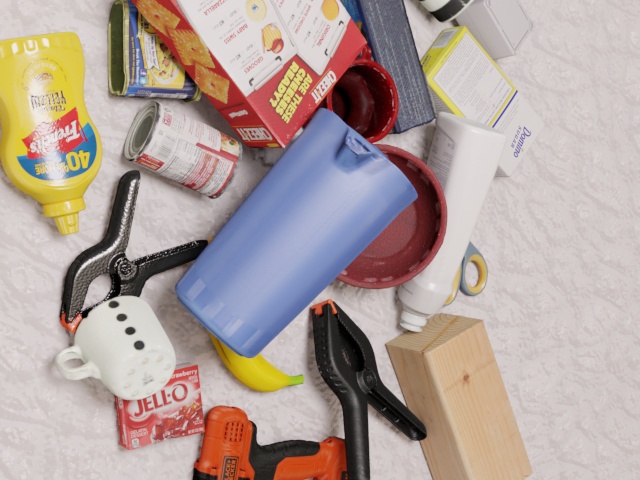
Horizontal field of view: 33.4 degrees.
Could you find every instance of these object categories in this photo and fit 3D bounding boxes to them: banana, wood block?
[{"bbox_3d":[-0.090,0.094,1.153,0.069,0.037,0.198,-42,113,-38],"label":"banana"},{"bbox_3d":[0.167,0.201,1.277,0.090,0.090,0.206,-26,105,-27],"label":"wood block"}]

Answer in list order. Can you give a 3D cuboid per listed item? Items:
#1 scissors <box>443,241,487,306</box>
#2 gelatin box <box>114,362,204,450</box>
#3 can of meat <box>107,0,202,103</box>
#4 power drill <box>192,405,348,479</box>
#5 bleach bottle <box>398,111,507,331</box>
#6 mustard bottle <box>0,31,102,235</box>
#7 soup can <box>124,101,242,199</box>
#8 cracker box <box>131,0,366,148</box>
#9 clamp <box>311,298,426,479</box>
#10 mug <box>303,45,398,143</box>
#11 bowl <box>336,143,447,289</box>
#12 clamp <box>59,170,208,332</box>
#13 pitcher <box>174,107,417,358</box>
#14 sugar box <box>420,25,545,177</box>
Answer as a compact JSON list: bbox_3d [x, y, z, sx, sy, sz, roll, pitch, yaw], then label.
[{"bbox_3d":[0.180,-0.015,1.311,0.096,0.016,0.202,13,91,-35],"label":"scissors"},{"bbox_3d":[-0.168,0.171,1.110,0.089,0.030,0.073,-8,96,-31],"label":"gelatin box"},{"bbox_3d":[-0.168,-0.193,1.084,0.083,0.058,0.102,-1,93,-29],"label":"can of meat"},{"bbox_3d":[-0.053,0.279,1.166,0.187,0.057,0.184,11,86,-31],"label":"power drill"},{"bbox_3d":[0.140,-0.017,1.245,0.068,0.103,0.251,13,103,-17],"label":"bleach bottle"},{"bbox_3d":[-0.262,-0.100,1.030,0.096,0.058,0.191,-15,100,-30],"label":"mustard bottle"},{"bbox_3d":[-0.141,-0.092,1.097,0.102,0.069,0.068,24,79,-29],"label":"soup can"},{"bbox_3d":[-0.070,-0.224,1.071,0.164,0.072,0.213,-53,124,-24],"label":"cracker box"},{"bbox_3d":[0.039,0.169,1.198,0.210,0.036,0.164,62,32,-5],"label":"clamp"},{"bbox_3d":[0.029,-0.163,1.187,0.093,0.082,0.117,12,85,-31],"label":"mug"},{"bbox_3d":[0.063,-0.026,1.202,0.162,0.055,0.162,0,88,7],"label":"bowl"},{"bbox_3d":[-0.205,0.015,1.078,0.171,0.039,0.120,-43,109,-22],"label":"clamp"},{"bbox_3d":[-0.027,-0.001,1.076,0.243,0.145,0.149,-47,127,-3],"label":"pitcher"},{"bbox_3d":[0.192,-0.168,1.307,0.176,0.048,0.093,46,70,-27],"label":"sugar box"}]
